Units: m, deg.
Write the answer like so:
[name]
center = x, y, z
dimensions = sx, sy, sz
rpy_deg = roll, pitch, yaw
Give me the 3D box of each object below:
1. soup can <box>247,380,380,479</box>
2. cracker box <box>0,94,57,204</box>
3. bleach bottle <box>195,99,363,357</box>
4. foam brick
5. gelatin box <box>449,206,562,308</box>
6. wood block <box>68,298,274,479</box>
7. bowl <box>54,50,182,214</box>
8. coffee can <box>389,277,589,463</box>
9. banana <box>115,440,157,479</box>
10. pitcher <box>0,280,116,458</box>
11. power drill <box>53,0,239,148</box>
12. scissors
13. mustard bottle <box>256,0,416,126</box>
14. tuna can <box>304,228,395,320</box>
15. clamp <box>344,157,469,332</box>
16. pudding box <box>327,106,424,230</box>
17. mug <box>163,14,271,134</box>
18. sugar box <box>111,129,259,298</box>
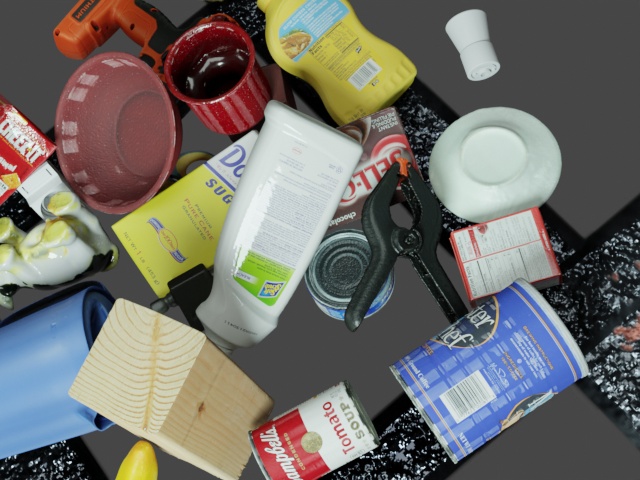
[soup can]
center = -0.005, 0.179, 0.964
dimensions = 0.102, 0.068, 0.068
rpy_deg = -28, 63, 1
[cracker box]
center = -0.390, -0.059, 1.122
dimensions = 0.213, 0.072, 0.164
rpy_deg = -47, 28, -7
[bleach bottle]
center = -0.057, 0.001, 1.010
dimensions = 0.102, 0.068, 0.251
rpy_deg = 25, 99, -13
[foam brick]
center = -0.068, -0.146, 1.126
dimensions = 0.078, 0.053, 0.051
rpy_deg = -14, 65, 8
[gelatin box]
center = 0.174, 0.017, 1.007
dimensions = 0.089, 0.030, 0.073
rpy_deg = -17, 66, 7
[wood block]
center = -0.121, 0.137, 0.935
dimensions = 0.090, 0.206, 0.090
rpy_deg = 20, 73, 21
[bowl]
center = -0.193, -0.109, 1.081
dimensions = 0.162, 0.055, 0.162
rpy_deg = 4, 97, 32
[coffee can]
center = 0.146, 0.113, 0.932
dimensions = 0.140, 0.102, 0.103
rpy_deg = -34, 63, -1
[banana]
center = -0.198, 0.258, 0.969
dimensions = 0.198, 0.069, 0.037
rpy_deg = -49, 63, 11
[pitcher]
center = -0.298, 0.138, 1.033
dimensions = 0.243, 0.149, 0.145
rpy_deg = -20, 88, 9
[power drill]
center = -0.203, -0.202, 1.183
dimensions = 0.188, 0.057, 0.184
rpy_deg = 32, 72, 21
[scissors]
center = -0.182, -0.088, 1.153
dimensions = 0.096, 0.016, 0.202
rpy_deg = -44, 64, -8
[mustard bottle]
center = 0.001, -0.205, 1.096
dimensions = 0.096, 0.058, 0.191
rpy_deg = -44, 86, -6
[tuna can]
center = 0.028, 0.033, 1.036
dimensions = 0.086, 0.033, 0.086
rpy_deg = -5, 66, 12
[clamp]
center = 0.087, 0.010, 1.001
dimensions = 0.120, 0.039, 0.171
rpy_deg = 12, 76, -19
[pudding box]
center = 0.038, -0.071, 1.052
dimensions = 0.113, 0.039, 0.090
rpy_deg = -21, 99, 7
[mug]
center = -0.098, -0.169, 1.068
dimensions = 0.093, 0.081, 0.117
rpy_deg = -8, 67, 13
[sugar box]
center = -0.111, -0.025, 1.077
dimensions = 0.176, 0.048, 0.093
rpy_deg = -35, 86, 1
